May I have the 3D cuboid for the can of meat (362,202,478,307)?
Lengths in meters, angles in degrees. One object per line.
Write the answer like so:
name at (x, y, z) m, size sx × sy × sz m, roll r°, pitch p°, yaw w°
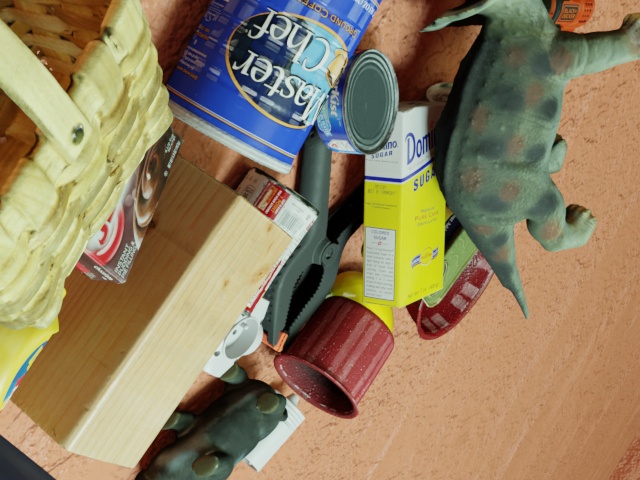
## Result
can of meat at (0.103, 0.001, 1.067) m, size 0.102 × 0.084 × 0.057 m, roll -53°, pitch 150°, yaw -7°

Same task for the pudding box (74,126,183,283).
pudding box at (-0.139, -0.041, 0.681) m, size 0.090 × 0.039 × 0.113 m, roll 54°, pitch 49°, yaw -59°

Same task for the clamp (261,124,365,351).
clamp at (0.002, 0.001, 0.966) m, size 0.164 × 0.036 × 0.210 m, roll 5°, pitch 110°, yaw -57°

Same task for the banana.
banana at (0.042, 0.079, 1.106) m, size 0.069 × 0.037 × 0.197 m, roll -26°, pitch 145°, yaw 5°

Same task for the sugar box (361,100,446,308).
sugar box at (0.078, -0.035, 0.962) m, size 0.093 × 0.048 × 0.176 m, roll -18°, pitch 114°, yaw -57°

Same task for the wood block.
wood block at (-0.126, 0.048, 0.767) m, size 0.206 × 0.091 × 0.090 m, roll -55°, pitch 150°, yaw -3°

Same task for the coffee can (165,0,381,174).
coffee can at (-0.033, -0.130, 0.722) m, size 0.140 × 0.103 × 0.102 m, roll -61°, pitch 150°, yaw 6°

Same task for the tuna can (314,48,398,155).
tuna can at (0.029, -0.113, 0.871) m, size 0.085 × 0.034 × 0.086 m, roll -16°, pitch 109°, yaw -55°

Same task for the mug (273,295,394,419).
mug at (0.009, 0.106, 1.005) m, size 0.093 × 0.117 × 0.081 m, roll 51°, pitch 61°, yaw -27°

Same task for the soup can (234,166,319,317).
soup can at (-0.056, 0.001, 0.849) m, size 0.102 × 0.069 × 0.068 m, roll -56°, pitch 150°, yaw -4°

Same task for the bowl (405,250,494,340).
bowl at (0.137, 0.028, 1.169) m, size 0.161 × 0.055 × 0.162 m, roll -39°, pitch 148°, yaw -31°
